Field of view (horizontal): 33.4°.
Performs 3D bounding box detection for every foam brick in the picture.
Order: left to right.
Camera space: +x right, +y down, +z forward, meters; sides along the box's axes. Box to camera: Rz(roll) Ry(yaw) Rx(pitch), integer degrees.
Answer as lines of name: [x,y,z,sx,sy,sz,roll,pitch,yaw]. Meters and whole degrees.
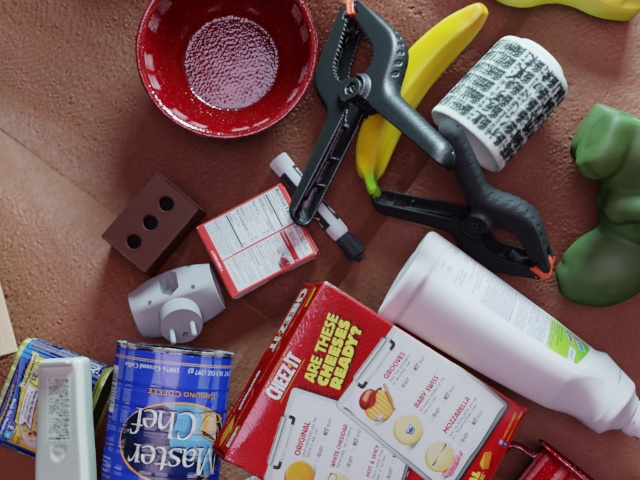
foam brick: [-0.148,-0.013,0.955,0.053,0.051,0.078,39,87,3]

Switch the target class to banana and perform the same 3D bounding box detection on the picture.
banana: [0.081,-0.128,0.956,0.070,0.037,0.198,27,86,46]

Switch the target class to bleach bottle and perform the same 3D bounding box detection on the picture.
bleach bottle: [0.176,0.095,0.921,0.251,0.102,0.068,34,121,2]

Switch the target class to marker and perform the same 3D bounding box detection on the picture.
marker: [-0.001,-0.029,0.971,0.020,0.020,0.121,-40,86,-2]

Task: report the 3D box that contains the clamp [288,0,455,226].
clamp: [0.030,-0.118,0.941,0.165,0.036,0.210,-26,56,28]

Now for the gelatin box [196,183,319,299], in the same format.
gelatin box: [-0.056,0.001,0.964,0.089,0.030,0.073,-28,85,-2]

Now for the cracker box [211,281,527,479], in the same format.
cracker box: [0.042,0.157,0.893,0.213,0.072,0.164,32,78,-13]

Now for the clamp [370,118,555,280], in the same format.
clamp: [0.130,-0.020,0.947,0.171,0.120,0.039,45,47,-9]

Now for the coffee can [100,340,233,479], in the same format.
coffee can: [-0.133,0.161,0.917,0.103,0.103,0.140,6,86,1]

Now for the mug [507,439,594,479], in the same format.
mug: [0.191,0.224,0.917,0.117,0.093,0.081,39,92,6]

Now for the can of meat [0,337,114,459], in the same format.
can of meat: [-0.236,0.145,0.942,0.084,0.057,0.102,20,86,4]

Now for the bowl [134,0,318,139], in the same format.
bowl: [-0.083,-0.167,0.963,0.162,0.055,0.162,0,86,1]
